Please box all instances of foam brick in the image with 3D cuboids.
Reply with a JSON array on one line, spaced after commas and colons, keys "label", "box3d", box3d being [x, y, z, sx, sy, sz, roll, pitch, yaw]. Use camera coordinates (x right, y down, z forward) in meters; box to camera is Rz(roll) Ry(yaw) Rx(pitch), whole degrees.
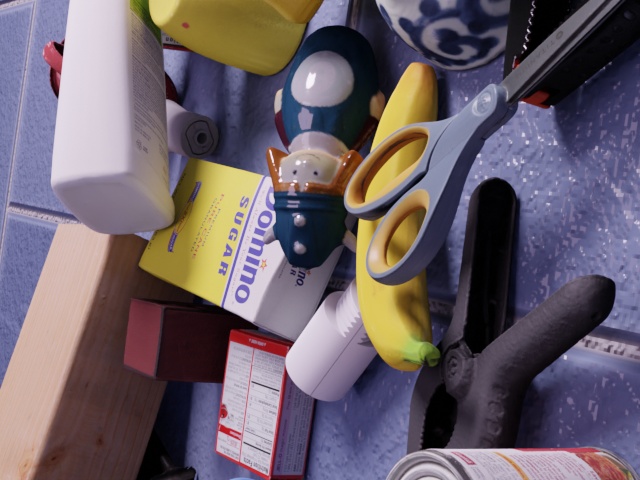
[{"label": "foam brick", "box3d": [-0.091, 0.071, 0.752, 0.053, 0.078, 0.051, 6, 88, 54]}]

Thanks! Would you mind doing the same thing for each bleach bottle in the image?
[{"label": "bleach bottle", "box3d": [-0.144, -0.138, 0.767, 0.102, 0.068, 0.251, 62, -156, -66]}]

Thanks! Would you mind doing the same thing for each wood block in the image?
[{"label": "wood block", "box3d": [-0.175, 0.099, 0.810, 0.091, 0.090, 0.206, 2, 72, 48]}]

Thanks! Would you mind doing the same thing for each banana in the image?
[{"label": "banana", "box3d": [0.047, -0.006, 0.580, 0.070, 0.037, 0.198, -42, 37, 45]}]

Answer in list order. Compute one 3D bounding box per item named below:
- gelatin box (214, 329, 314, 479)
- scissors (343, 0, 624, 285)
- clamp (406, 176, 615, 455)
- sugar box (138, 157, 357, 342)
[{"label": "gelatin box", "box3d": [-0.035, 0.108, 0.704, 0.073, 0.030, 0.089, 8, 90, 55]}, {"label": "scissors", "box3d": [0.076, -0.043, 0.499, 0.202, 0.016, 0.096, -30, 46, 47]}, {"label": "clamp", "box3d": [0.080, 0.055, 0.538, 0.120, 0.039, 0.172, -103, 34, -56]}, {"label": "sugar box", "box3d": [-0.055, 0.001, 0.723, 0.176, 0.048, 0.093, 16, 81, 58]}]
